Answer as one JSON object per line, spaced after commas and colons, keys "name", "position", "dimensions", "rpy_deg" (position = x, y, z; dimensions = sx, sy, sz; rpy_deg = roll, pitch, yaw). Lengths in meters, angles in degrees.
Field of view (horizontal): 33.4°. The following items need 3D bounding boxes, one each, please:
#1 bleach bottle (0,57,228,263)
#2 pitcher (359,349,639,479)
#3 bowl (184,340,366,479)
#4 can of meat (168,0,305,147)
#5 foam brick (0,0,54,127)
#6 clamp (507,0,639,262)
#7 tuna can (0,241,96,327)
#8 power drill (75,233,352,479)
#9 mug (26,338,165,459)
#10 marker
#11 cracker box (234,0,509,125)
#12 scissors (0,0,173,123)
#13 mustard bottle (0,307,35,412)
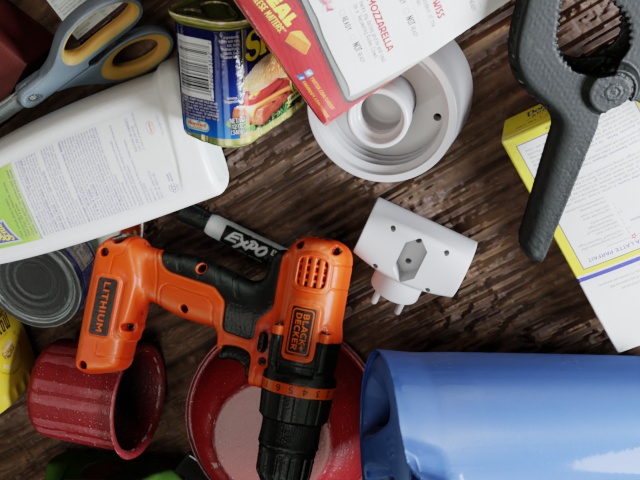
{"name": "bleach bottle", "position": [-0.198, -0.043, 0.754], "dimensions": [0.251, 0.068, 0.102], "rpy_deg": [-17, 102, 8]}
{"name": "pitcher", "position": [0.148, 0.133, 0.728], "dimensions": [0.242, 0.149, 0.145], "rpy_deg": [-1, 146, -9]}
{"name": "bowl", "position": [-0.032, 0.145, 0.818], "dimensions": [0.162, 0.055, 0.162], "rpy_deg": [1, 97, 8]}
{"name": "can of meat", "position": [-0.050, -0.118, 0.691], "dimensions": [0.058, 0.101, 0.084], "rpy_deg": [16, 124, 25]}
{"name": "foam brick", "position": [-0.235, -0.124, 0.769], "dimensions": [0.051, 0.053, 0.078], "rpy_deg": [38, 121, -5]}
{"name": "clamp", "position": [0.176, -0.092, 0.614], "dimensions": [0.164, 0.036, 0.210], "rpy_deg": [-16, 122, 8]}
{"name": "tuna can", "position": [-0.216, 0.024, 0.825], "dimensions": [0.086, 0.033, 0.086], "rpy_deg": [7, 119, 12]}
{"name": "power drill", "position": [-0.077, 0.077, 0.769], "dimensions": [0.188, 0.057, 0.184], "rpy_deg": [11, 89, 11]}
{"name": "mug", "position": [-0.179, 0.129, 0.871], "dimensions": [0.082, 0.093, 0.117], "rpy_deg": [6, 154, 18]}
{"name": "marker", "position": [-0.055, 0.001, 0.801], "dimensions": [0.121, 0.020, 0.020], "rpy_deg": [27, 120, 2]}
{"name": "cracker box", "position": [0.042, -0.191, 0.585], "dimensions": [0.214, 0.072, 0.164], "rpy_deg": [-34, 126, 5]}
{"name": "scissors", "position": [-0.182, -0.105, 0.747], "dimensions": [0.202, 0.096, 0.016], "rpy_deg": [-37, 64, 29]}
{"name": "mustard bottle", "position": [-0.286, 0.042, 0.843], "dimensions": [0.058, 0.096, 0.191], "rpy_deg": [-5, 115, 18]}
